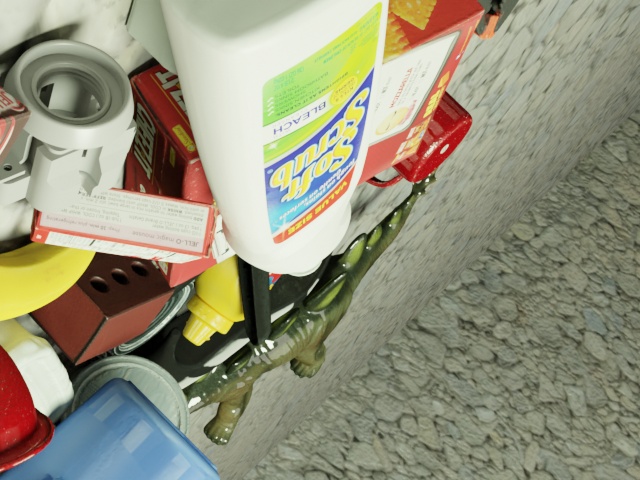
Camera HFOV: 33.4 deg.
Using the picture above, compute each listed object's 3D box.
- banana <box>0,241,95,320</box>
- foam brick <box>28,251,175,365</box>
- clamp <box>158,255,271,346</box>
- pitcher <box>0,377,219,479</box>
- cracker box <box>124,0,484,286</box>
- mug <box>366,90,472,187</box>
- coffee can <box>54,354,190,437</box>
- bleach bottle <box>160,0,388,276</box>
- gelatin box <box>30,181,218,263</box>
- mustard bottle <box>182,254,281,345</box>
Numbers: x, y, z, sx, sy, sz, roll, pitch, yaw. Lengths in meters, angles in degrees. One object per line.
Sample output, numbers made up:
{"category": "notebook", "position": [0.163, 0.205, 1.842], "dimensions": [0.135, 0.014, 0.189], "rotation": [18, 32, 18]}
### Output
{"category": "banana", "position": [-0.178, 0.013, 0.588], "dimensions": [0.197, 0.037, 0.070], "rotation": [-21, 124, -70]}
{"category": "foam brick", "position": [-0.149, 0.041, 0.734], "dimensions": [0.051, 0.053, 0.078], "rotation": [-51, 167, 29]}
{"category": "clamp", "position": [-0.055, 0.001, 0.810], "dimensions": [0.120, 0.039, 0.171], "rotation": [30, 94, -43]}
{"category": "pitcher", "position": [-0.188, 0.208, 0.714], "dimensions": [0.242, 0.145, 0.149], "rotation": [-45, -158, -12]}
{"category": "cracker box", "position": [-0.017, -0.078, 0.673], "dimensions": [0.213, 0.072, 0.164], "rotation": [-29, 162, -23]}
{"category": "mug", "position": [0.074, -0.098, 0.958], "dimensions": [0.117, 0.081, 0.093], "rotation": [-49, 168, 21]}
{"category": "coffee can", "position": [-0.178, 0.166, 0.893], "dimensions": [0.102, 0.103, 0.141], "rotation": [-37, 175, -34]}
{"category": "bleach bottle", "position": [-0.012, -0.055, 0.535], "dimensions": [0.102, 0.068, 0.251], "rotation": [-36, 156, -15]}
{"category": "gelatin box", "position": [-0.104, -0.010, 0.555], "dimensions": [0.073, 0.089, 0.030], "rotation": [166, -68, -73]}
{"category": "mustard bottle", "position": [-0.050, 0.006, 0.884], "dimensions": [0.191, 0.058, 0.096], "rotation": [-53, 168, -2]}
